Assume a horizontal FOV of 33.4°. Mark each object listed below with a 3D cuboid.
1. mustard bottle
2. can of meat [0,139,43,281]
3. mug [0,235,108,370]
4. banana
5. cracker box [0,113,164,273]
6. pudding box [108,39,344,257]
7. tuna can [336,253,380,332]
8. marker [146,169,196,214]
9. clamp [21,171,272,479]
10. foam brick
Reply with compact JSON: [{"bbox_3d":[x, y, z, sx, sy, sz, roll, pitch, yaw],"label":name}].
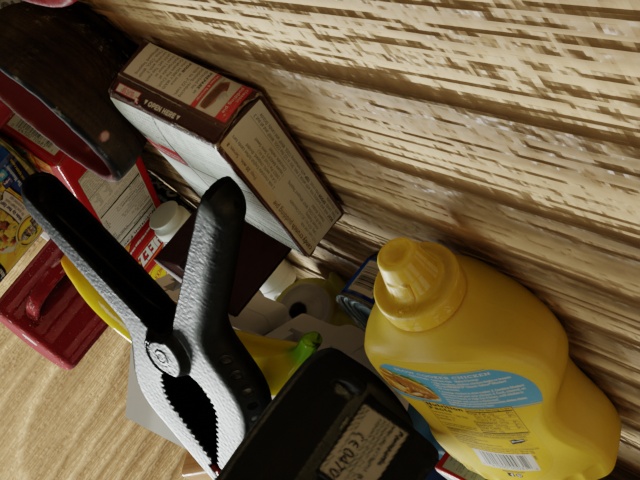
[{"bbox_3d":[0.076,0.059,0.521,0.096,0.058,0.191,0,147,34],"label":"mustard bottle"},{"bbox_3d":[-0.236,-0.020,0.736,0.057,0.084,0.102,28,160,24],"label":"can of meat"},{"bbox_3d":[-0.208,0.048,0.856,0.093,0.081,0.117,36,162,4],"label":"mug"},{"bbox_3d":[-0.075,0.053,0.644,0.198,0.037,0.069,15,125,30],"label":"banana"},{"bbox_3d":[-0.211,-0.067,0.832,0.164,0.072,0.213,32,161,19],"label":"cracker box"},{"bbox_3d":[-0.048,-0.046,0.559,0.090,0.039,0.113,28,167,36],"label":"pudding box"},{"bbox_3d":[0.053,0.046,0.622,0.086,0.033,0.086,36,169,8],"label":"tuna can"},{"bbox_3d":[-0.139,-0.043,0.899,0.121,0.020,0.020,38,169,-2],"label":"marker"},{"bbox_3d":[-0.085,0.049,0.594,0.165,0.036,0.210,12,128,38],"label":"clamp"},{"bbox_3d":[-0.054,0.001,0.664,0.051,0.078,0.053,44,167,-21],"label":"foam brick"}]
